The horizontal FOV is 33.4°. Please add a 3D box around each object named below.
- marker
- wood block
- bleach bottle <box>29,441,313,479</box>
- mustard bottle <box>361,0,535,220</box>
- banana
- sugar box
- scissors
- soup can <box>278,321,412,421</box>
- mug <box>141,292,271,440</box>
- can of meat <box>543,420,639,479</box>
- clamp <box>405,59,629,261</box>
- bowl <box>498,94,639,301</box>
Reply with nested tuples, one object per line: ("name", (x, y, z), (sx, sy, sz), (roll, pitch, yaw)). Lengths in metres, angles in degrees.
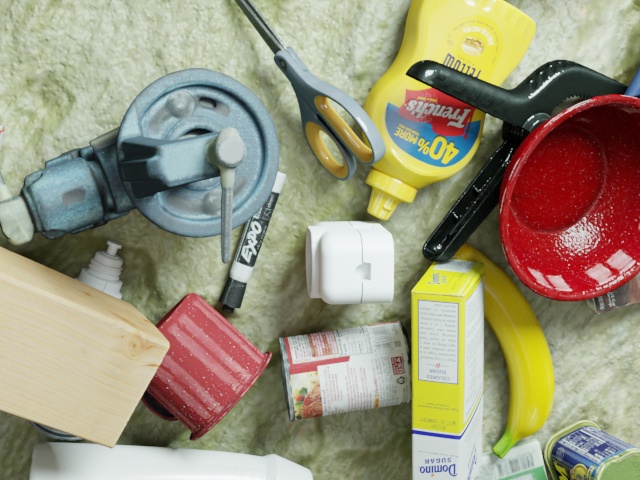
("marker", (-0.056, 0.001, 0.861), (0.020, 0.020, 0.121), (18, 96, -8))
("wood block", (-0.224, 0.059, 0.743), (0.205, 0.090, 0.091), (28, 92, -34))
("bleach bottle", (-0.108, 0.217, 0.866), (0.250, 0.068, 0.103), (5, 117, -11))
("mustard bottle", (0.086, -0.105, 0.838), (0.096, 0.058, 0.192), (24, 96, -20))
("banana", (0.150, 0.081, 0.881), (0.069, 0.037, 0.198), (-20, 97, -12))
("sugar box", (0.100, 0.110, 0.836), (0.048, 0.093, 0.176), (6, 107, 18))
("scissors", (-0.023, -0.123, 0.839), (0.016, 0.096, 0.202), (-34, 70, -25))
("soup can", (0.021, 0.105, 0.860), (0.102, 0.068, 0.068), (-8, 99, -5))
("mug", (-0.106, 0.102, 0.844), (0.081, 0.093, 0.117), (44, 129, -5))
("can of meat", (0.241, 0.210, 0.885), (0.057, 0.084, 0.102), (-24, 101, -13))
("clamp", (0.154, -0.093, 0.824), (0.209, 0.036, 0.164), (-27, 125, -17))
("bowl", (0.194, -0.037, 0.809), (0.162, 0.055, 0.162), (-8, 114, -19))
